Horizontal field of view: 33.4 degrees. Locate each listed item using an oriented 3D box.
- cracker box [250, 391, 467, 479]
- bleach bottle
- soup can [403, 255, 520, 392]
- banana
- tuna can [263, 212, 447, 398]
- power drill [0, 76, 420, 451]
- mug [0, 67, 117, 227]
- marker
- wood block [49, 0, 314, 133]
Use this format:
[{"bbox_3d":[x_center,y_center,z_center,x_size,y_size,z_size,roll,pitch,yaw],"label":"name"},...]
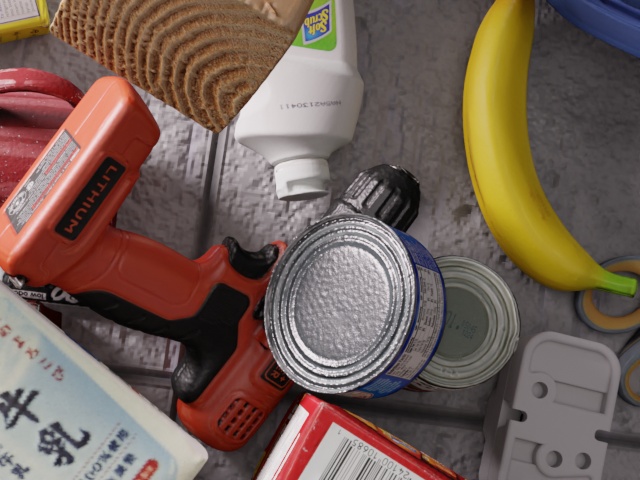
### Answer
[{"bbox_3d":[0.047,0.142,0.497,0.164,0.214,0.072,32,82,1],"label":"cracker box"},{"bbox_3d":[-0.033,-0.147,0.612,0.102,0.068,0.251,-7,84,-7],"label":"bleach bottle"},{"bbox_3d":[0.062,0.047,0.569,0.068,0.102,0.068,1,82,-5],"label":"soup can"},{"bbox_3d":[0.118,-0.051,0.621,0.069,0.037,0.198,-16,82,-9],"label":"banana"},{"bbox_3d":[0.017,0.032,0.508,0.086,0.033,0.086,-12,70,34],"label":"tuna can"},{"bbox_3d":[-0.054,0.001,0.544,0.187,0.057,0.184,37,89,-31],"label":"power drill"},{"bbox_3d":[-0.148,-0.046,0.566,0.081,0.117,0.093,3,51,-9],"label":"mug"},{"bbox_3d":[-0.132,0.030,0.600,0.121,0.020,0.020,8,81,-3],"label":"marker"},{"bbox_3d":[-0.032,-0.166,0.500,0.090,0.090,0.206,31,57,-13],"label":"wood block"}]
